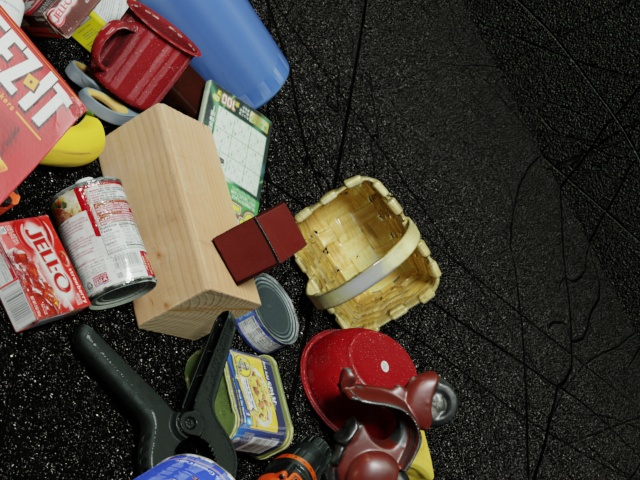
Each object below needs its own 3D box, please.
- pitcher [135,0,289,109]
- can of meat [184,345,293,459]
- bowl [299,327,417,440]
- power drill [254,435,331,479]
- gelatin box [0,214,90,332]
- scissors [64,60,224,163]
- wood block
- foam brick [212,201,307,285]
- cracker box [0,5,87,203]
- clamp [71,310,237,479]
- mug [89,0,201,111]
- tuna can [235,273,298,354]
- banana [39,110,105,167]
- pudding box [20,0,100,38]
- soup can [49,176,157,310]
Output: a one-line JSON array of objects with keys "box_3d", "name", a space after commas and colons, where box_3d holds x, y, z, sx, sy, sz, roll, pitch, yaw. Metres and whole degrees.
[{"box_3d": [-0.149, -0.271, 1.290, 0.242, 0.145, 0.149, 51, 38, -30], "name": "pitcher"}, {"box_3d": [-0.081, 0.155, 1.031, 0.083, 0.058, 0.102, 24, 43, -51], "name": "can of meat"}, {"box_3d": [0.059, 0.158, 1.236, 0.162, 0.055, 0.162, 22, 43, -22], "name": "bowl"}, {"box_3d": [-0.001, 0.297, 1.039, 0.187, 0.057, 0.184, 58, 27, -1], "name": "power drill"}, {"box_3d": [-0.239, 0.025, 0.886, 0.089, 0.030, 0.073, 64, 24, 4], "name": "gelatin box"}, {"box_3d": [-0.180, -0.119, 1.114, 0.201, 0.016, 0.096, 34, 19, -22], "name": "scissors"}, {"box_3d": [-0.142, -0.018, 1.055, 0.090, 0.090, 0.206, 23, 44, -56], "name": "wood block"}, {"box_3d": [-0.057, 0.001, 1.026, 0.051, 0.053, 0.078, 61, 22, -3], "name": "foam brick"}, {"box_3d": [-0.292, -0.092, 0.788, 0.164, 0.072, 0.213, 52, 42, -22], "name": "cracker box"}, {"box_3d": [-0.116, 0.157, 0.938, 0.164, 0.036, 0.210, -12, 76, -41], "name": "clamp"}, {"box_3d": [-0.189, -0.189, 1.091, 0.093, 0.081, 0.117, 45, 14, 23], "name": "mug"}, {"box_3d": [-0.062, 0.081, 1.174, 0.086, 0.034, 0.086, 45, 29, -33], "name": "tuna can"}, {"box_3d": [-0.253, -0.095, 0.988, 0.070, 0.037, 0.197, 36, 17, 13], "name": "banana"}, {"box_3d": [-0.243, -0.249, 1.041, 0.113, 0.090, 0.039, -53, 126, -16], "name": "pudding box"}, {"box_3d": [-0.193, 0.003, 0.955, 0.068, 0.069, 0.102, 3, 62, -63], "name": "soup can"}]
